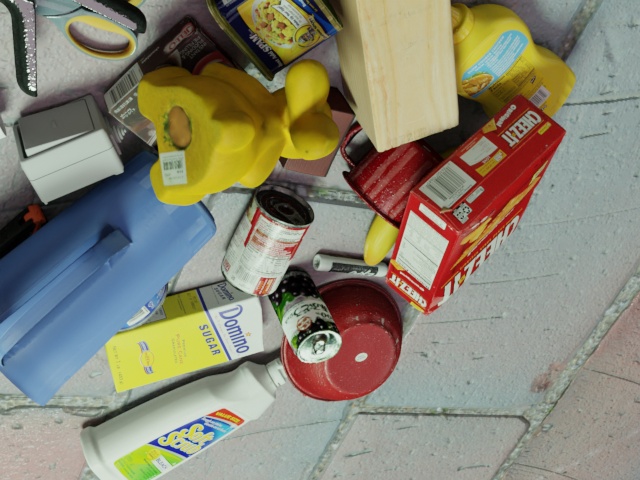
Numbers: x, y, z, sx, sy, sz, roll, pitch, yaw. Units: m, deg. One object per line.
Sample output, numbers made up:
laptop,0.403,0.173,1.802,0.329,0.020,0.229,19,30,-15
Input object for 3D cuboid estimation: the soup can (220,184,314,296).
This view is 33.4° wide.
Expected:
soup can,-0.057,0.001,1.132,0.068,0.068,0.102,8,126,-31

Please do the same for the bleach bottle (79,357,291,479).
bleach bottle,-0.154,0.210,1.282,0.251,0.068,0.102,-29,136,-1

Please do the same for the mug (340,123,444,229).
mug,0.075,-0.078,1.118,0.117,0.093,0.081,42,103,-6

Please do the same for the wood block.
wood block,0.067,-0.198,0.993,0.090,0.091,0.206,-20,135,-8

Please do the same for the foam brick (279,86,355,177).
foam brick,-0.009,-0.112,1.063,0.051,0.053,0.078,7,125,-30

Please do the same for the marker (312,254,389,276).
marker,0.047,0.031,1.242,0.120,0.020,0.020,7,126,-30

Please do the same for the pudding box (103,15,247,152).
pudding box,-0.131,-0.139,0.991,0.113,0.039,0.090,-39,134,11

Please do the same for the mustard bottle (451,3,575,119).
mustard bottle,0.174,-0.183,1.079,0.096,0.058,0.191,-45,133,16

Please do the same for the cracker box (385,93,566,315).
cracker box,0.157,-0.030,1.110,0.164,0.072,0.214,-42,163,-20

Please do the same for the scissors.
scissors,-0.230,-0.214,0.894,0.201,0.016,0.096,25,114,-39

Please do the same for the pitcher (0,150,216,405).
pitcher,-0.217,0.029,1.000,0.242,0.149,0.145,-43,137,-9

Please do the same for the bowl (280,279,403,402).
bowl,0.037,0.130,1.266,0.161,0.055,0.162,-8,112,-21

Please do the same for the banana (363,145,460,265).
banana,0.112,-0.046,1.190,0.198,0.037,0.069,-40,132,13

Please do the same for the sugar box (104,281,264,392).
sugar box,-0.153,0.105,1.197,0.176,0.048,0.093,-14,134,-12

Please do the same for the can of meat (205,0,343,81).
can of meat,-0.040,-0.205,0.953,0.084,0.057,0.102,-31,135,14

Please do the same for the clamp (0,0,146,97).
clamp,-0.220,-0.211,0.865,0.120,0.039,0.171,-26,125,-10

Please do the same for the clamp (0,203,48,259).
clamp,-0.306,0.058,1.088,0.164,0.036,0.210,10,121,-39
